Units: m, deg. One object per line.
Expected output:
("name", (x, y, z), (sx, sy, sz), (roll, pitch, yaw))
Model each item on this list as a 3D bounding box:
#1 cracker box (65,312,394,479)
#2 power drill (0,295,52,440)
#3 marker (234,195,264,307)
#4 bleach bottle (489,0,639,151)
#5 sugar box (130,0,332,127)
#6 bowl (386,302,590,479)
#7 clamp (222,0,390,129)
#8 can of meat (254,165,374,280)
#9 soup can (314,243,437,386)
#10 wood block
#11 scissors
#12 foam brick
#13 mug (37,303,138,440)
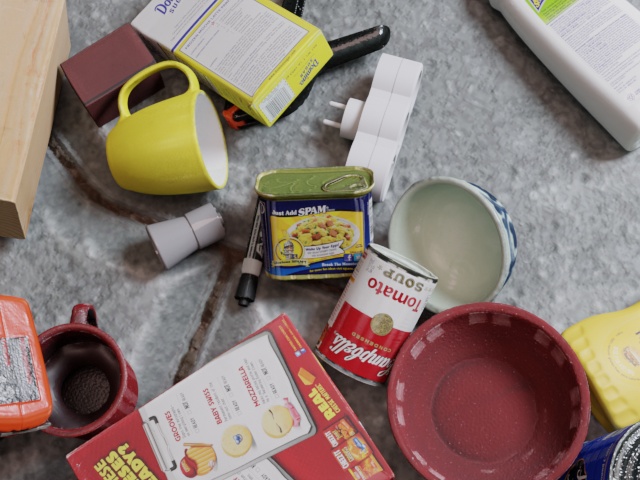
("cracker box", (-0.071, 0.188, 0.877), (0.213, 0.072, 0.164), (-33, 74, -7))
("power drill", (-0.288, 0.112, 0.861), (0.057, 0.188, 0.184), (-5, 69, -40))
("marker", (-0.056, 0.001, 0.960), (0.020, 0.020, 0.121), (10, 73, 5))
("bleach bottle", (0.240, -0.205, 0.990), (0.102, 0.068, 0.251), (-35, 72, -8))
("sugar box", (-0.084, -0.185, 0.979), (0.176, 0.048, 0.093), (36, 81, 33))
("bowl", (0.135, 0.135, 0.873), (0.162, 0.055, 0.162), (-2, 72, 5))
("clamp", (-0.019, -0.167, 0.998), (0.120, 0.039, 0.171), (30, 82, 26))
("can of meat", (-0.003, -0.015, 0.924), (0.102, 0.057, 0.084), (-2, 116, 2))
("soup can", (0.047, 0.062, 0.895), (0.068, 0.068, 0.102), (28, 97, 10))
("wood block", (-0.290, -0.118, 0.954), (0.090, 0.091, 0.206), (10, 68, -7))
("scissors", (0.122, 0.165, 0.903), (0.096, 0.016, 0.202), (-25, 73, -5))
("foam brick", (-0.194, -0.153, 0.997), (0.078, 0.053, 0.051), (-34, 75, -9))
("mug", (-0.201, 0.112, 0.900), (0.093, 0.081, 0.117), (-4, 73, 1))
